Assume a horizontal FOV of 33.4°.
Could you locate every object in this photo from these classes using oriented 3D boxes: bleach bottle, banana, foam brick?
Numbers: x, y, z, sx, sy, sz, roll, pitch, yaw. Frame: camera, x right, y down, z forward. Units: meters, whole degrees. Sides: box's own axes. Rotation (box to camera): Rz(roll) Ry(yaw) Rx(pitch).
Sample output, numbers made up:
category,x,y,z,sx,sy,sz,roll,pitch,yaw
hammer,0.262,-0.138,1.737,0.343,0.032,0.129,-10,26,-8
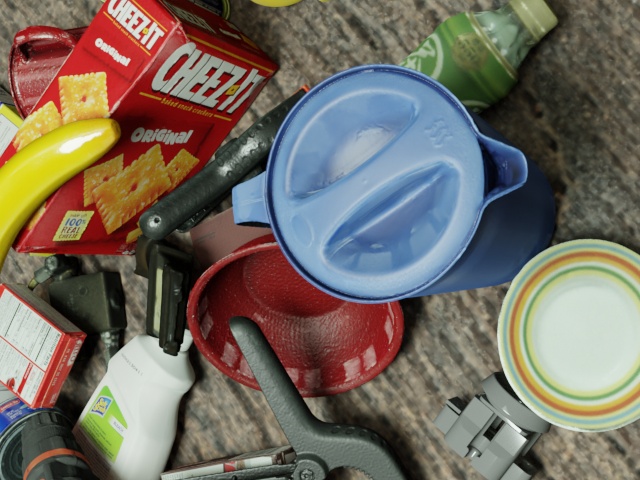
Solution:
category,x,y,z,sx,sy,sz,roll,pitch,yaw
bleach bottle,-0.166,0.180,0.886,0.103,0.068,0.251,34,99,36
banana,-0.214,-0.017,0.762,0.069,0.037,0.198,34,104,4
foam brick,-0.056,0.001,0.856,0.078,0.051,0.053,-25,76,21

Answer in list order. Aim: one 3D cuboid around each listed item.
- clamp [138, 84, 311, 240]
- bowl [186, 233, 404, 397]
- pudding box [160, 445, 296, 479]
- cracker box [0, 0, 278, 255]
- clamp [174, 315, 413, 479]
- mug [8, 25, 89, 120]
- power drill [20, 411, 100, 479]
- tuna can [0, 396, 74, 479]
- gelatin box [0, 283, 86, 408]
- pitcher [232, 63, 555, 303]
category,x,y,z,sx,sy,sz,roll,pitch,yaw
clamp,-0.070,-0.057,0.854,0.171,0.120,0.039,-37,96,-4
bowl,-0.017,0.046,0.806,0.162,0.162,0.055,-21,36,22
pudding box,-0.067,0.219,0.855,0.114,0.039,0.090,-16,83,26
cracker box,-0.148,-0.086,0.842,0.072,0.164,0.214,44,105,19
clamp,-0.010,0.157,0.788,0.210,0.036,0.165,20,104,0
mug,-0.210,-0.146,0.905,0.082,0.117,0.093,-4,63,19
power drill,-0.234,0.246,0.827,0.188,0.057,0.185,-59,31,12
tuna can,-0.252,0.177,0.913,0.034,0.086,0.086,25,97,43
gelatin box,-0.247,0.088,0.902,0.089,0.030,0.073,31,102,27
pitcher,0.065,-0.025,0.696,0.149,0.242,0.145,41,103,21
